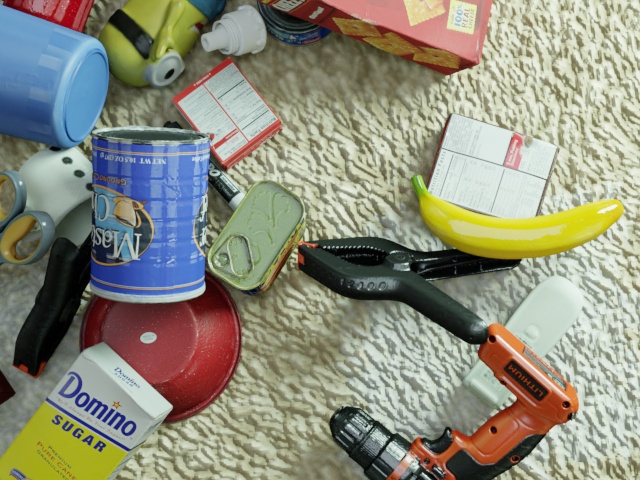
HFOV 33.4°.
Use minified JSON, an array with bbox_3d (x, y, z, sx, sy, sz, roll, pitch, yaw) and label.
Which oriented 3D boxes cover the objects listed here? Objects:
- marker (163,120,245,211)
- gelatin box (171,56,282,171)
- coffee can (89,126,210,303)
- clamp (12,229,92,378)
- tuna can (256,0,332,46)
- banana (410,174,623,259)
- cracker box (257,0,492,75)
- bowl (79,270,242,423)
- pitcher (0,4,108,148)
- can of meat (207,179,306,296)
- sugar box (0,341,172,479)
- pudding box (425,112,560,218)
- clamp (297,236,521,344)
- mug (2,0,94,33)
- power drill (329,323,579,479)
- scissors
[{"bbox_3d":[-0.114,-0.073,1.057,0.020,0.020,0.121,-42,81,-4],"label":"marker"},{"bbox_3d":[-0.092,-0.125,1.060,0.073,0.030,0.089,-38,80,-5],"label":"gelatin box"},{"bbox_3d":[-0.151,-0.025,0.942,0.103,0.102,0.140,4,102,4],"label":"coffee can"},{"bbox_3d":[-0.241,0.050,1.009,0.039,0.120,0.172,35,116,8],"label":"clamp"},{"bbox_3d":[-0.021,-0.242,1.074,0.086,0.034,0.086,-1,80,3],"label":"tuna can"},{"bbox_3d":[0.176,-0.016,0.983,0.198,0.037,0.069,8,88,6],"label":"banana"},{"bbox_3d":[0.066,-0.271,1.012,0.213,0.072,0.164,17,81,-23],"label":"cracker box"},{"bbox_3d":[-0.157,0.092,1.013,0.162,0.055,0.162,-1,80,4],"label":"bowl"},{"bbox_3d":[-0.333,-0.168,1.001,0.243,0.145,0.149,17,51,8],"label":"pitcher"},{"bbox_3d":[-0.057,0.001,1.008,0.057,0.084,0.102,32,83,8],"label":"can of meat"},{"bbox_3d":[-0.225,0.189,0.977,0.093,0.048,0.176,41,107,9],"label":"sugar box"},{"bbox_3d":[0.164,-0.064,1.030,0.113,0.039,0.090,18,83,8],"label":"pudding box"},{"bbox_3d":[0.081,0.028,0.995,0.210,0.164,0.036,14,119,24],"label":"clamp"},{"bbox_3d":[-0.277,-0.254,1.062,0.117,0.093,0.081,19,86,-8],"label":"mug"},{"bbox_3d":[0.123,0.167,0.960,0.184,0.057,0.188,40,105,6],"label":"power drill"},{"bbox_3d":[-0.313,0.002,0.995,0.202,0.016,0.096,-23,83,39],"label":"scissors"}]
